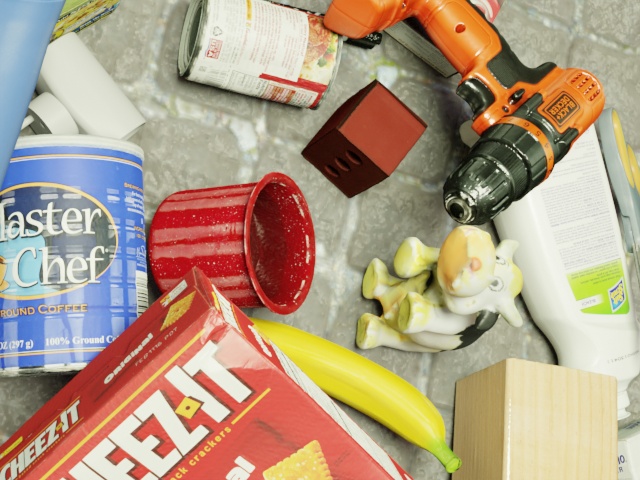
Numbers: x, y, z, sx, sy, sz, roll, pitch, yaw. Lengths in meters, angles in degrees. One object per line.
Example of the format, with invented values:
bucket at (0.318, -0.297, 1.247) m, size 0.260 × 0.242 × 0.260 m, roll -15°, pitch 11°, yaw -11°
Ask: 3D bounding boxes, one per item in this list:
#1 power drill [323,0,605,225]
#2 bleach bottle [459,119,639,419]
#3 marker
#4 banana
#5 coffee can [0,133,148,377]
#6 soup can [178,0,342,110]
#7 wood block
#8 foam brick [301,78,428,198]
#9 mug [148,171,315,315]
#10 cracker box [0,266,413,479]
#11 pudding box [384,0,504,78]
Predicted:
power drill at (0.092, -0.112, 0.733) m, size 0.187 × 0.057 × 0.184 m, roll 47°, pitch 49°, yaw 4°
bleach bottle at (0.188, 0.018, 0.827) m, size 0.102 × 0.068 × 0.251 m, roll -13°, pitch 89°, yaw -24°
marker at (-0.010, -0.164, 0.803) m, size 0.121 × 0.020 × 0.020 m, roll 9°, pitch 78°, yaw -20°
banana at (0.012, 0.095, 0.745) m, size 0.197 × 0.069 × 0.037 m, roll 28°, pitch 95°, yaw -6°
coffee can at (-0.160, 0.013, 0.671) m, size 0.102 × 0.103 × 0.140 m, roll -1°, pitch 82°, yaw -21°
soup can at (-0.044, -0.137, 0.759) m, size 0.102 × 0.069 × 0.068 m, roll 11°, pitch 78°, yaw -18°
wood block at (0.148, 0.197, 0.748) m, size 0.090 × 0.091 × 0.206 m, roll 11°, pitch 68°, yaw -15°
foam brick at (0.030, -0.072, 0.772) m, size 0.053 × 0.078 × 0.051 m, roll 41°, pitch 70°, yaw -8°
mug at (-0.055, 0.001, 0.717) m, size 0.117 × 0.082 × 0.093 m, roll -36°, pitch 118°, yaw -59°
cracker box at (-0.056, 0.149, 0.625) m, size 0.164 × 0.072 × 0.213 m, roll -43°, pitch 114°, yaw 0°
pudding box at (0.085, -0.196, 0.833) m, size 0.113 × 0.039 × 0.090 m, roll 33°, pitch 72°, yaw -13°
